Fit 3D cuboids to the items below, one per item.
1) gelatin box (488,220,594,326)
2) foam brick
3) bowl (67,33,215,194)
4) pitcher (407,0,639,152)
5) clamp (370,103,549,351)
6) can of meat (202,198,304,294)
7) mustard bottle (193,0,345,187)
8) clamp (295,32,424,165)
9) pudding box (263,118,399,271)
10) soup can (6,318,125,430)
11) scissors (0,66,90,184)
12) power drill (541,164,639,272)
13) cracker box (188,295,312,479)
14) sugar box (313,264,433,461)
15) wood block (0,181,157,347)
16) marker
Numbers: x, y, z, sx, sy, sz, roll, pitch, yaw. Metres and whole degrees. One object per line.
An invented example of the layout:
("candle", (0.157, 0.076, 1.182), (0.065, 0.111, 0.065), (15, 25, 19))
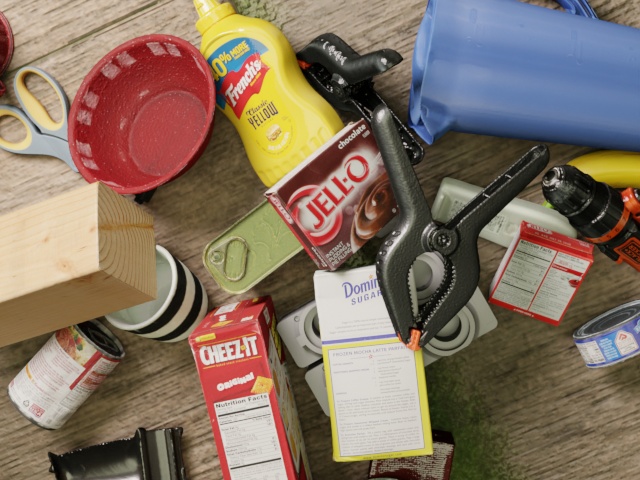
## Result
("gelatin box", (0.209, 0.031, 1.017), (0.073, 0.030, 0.089), (19, 126, 1))
("foam brick", (0.088, 0.212, 1.047), (0.078, 0.053, 0.051), (9, 95, 2))
("bowl", (-0.159, -0.112, 1.015), (0.162, 0.055, 0.162), (-8, 71, 23))
("pitcher", (0.206, -0.160, 0.978), (0.243, 0.145, 0.149), (9, 116, -1))
("clamp", (0.112, -0.007, 0.933), (0.164, 0.036, 0.210), (5, 98, -12))
("can of meat", (-0.057, 0.001, 1.022), (0.102, 0.084, 0.057), (-37, 92, 5))
("mustard bottle", (-0.062, -0.153, 1.019), (0.096, 0.058, 0.191), (-32, 91, 32))
("clamp", (0.036, -0.136, 0.986), (0.039, 0.172, 0.120), (-27, 122, -18))
("pudding box", (0.019, -0.041, 0.966), (0.113, 0.039, 0.090), (-42, 105, -18))
("soup can", (-0.251, 0.129, 1.052), (0.068, 0.068, 0.102), (42, 96, -1))
("scissors", (-0.260, -0.075, 1.062), (0.096, 0.016, 0.202), (-27, 93, 7))
("power drill", (0.313, -0.053, 0.946), (0.184, 0.057, 0.188), (29, 130, -33))
("cracker box", (-0.060, 0.170, 0.996), (0.072, 0.164, 0.214), (-13, 94, 2))
("sugar box", (0.049, 0.111, 0.983), (0.093, 0.048, 0.176), (-6, 91, 2))
("wood block", (-0.265, 0.029, 0.994), (0.206, 0.090, 0.090), (-18, 61, 21))
("marker", (-0.148, -0.087, 1.053), (0.020, 0.020, 0.121), (34, 96, 0))
